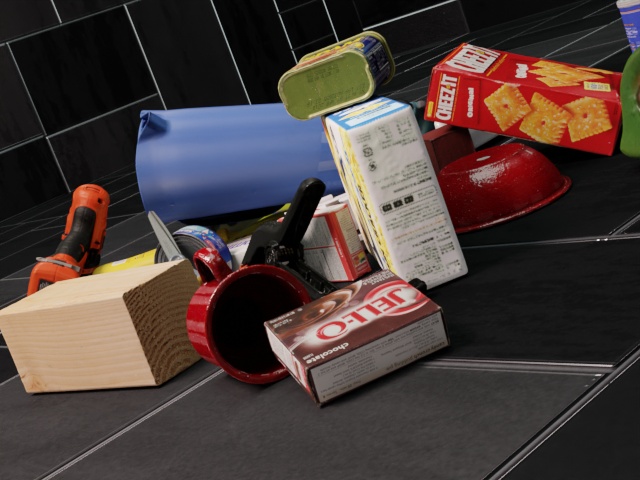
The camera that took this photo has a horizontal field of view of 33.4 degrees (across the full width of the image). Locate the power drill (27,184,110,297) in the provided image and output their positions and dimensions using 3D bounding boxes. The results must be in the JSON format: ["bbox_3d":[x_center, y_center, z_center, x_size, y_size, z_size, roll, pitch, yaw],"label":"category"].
[{"bbox_3d":[-0.310,0.045,1.306,0.057,0.185,0.187,13,28,-6],"label":"power drill"}]

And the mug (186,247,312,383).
[{"bbox_3d":[-0.068,0.057,0.868,0.093,0.117,0.082,-38,12,-19],"label":"mug"}]

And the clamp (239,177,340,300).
[{"bbox_3d":[-0.033,0.004,1.054,0.039,0.120,0.172,4,-6,-32],"label":"clamp"}]

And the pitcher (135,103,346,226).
[{"bbox_3d":[-0.082,-0.089,1.230,0.243,0.145,0.149,-5,6,5],"label":"pitcher"}]

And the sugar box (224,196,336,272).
[{"bbox_3d":[-0.058,0.001,1.260,0.094,0.048,0.175,-11,14,40],"label":"sugar box"}]

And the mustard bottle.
[{"bbox_3d":[-0.180,0.029,1.309,0.191,0.058,0.096,-21,6,1],"label":"mustard bottle"}]

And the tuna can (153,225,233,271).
[{"bbox_3d":[-0.140,0.027,1.183,0.086,0.086,0.033,-14,12,30],"label":"tuna can"}]

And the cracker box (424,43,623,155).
[{"bbox_3d":[0.246,-0.169,1.244,0.214,0.072,0.164,14,23,15],"label":"cracker box"}]

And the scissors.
[{"bbox_3d":[-0.159,0.040,1.109,0.096,0.016,0.202,-40,48,-17],"label":"scissors"}]

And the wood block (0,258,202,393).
[{"bbox_3d":[-0.207,0.085,1.025,0.207,0.091,0.090,-10,15,42],"label":"wood block"}]

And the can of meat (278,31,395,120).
[{"bbox_3d":[0.016,-0.162,1.065,0.102,0.057,0.083,-17,15,22],"label":"can of meat"}]

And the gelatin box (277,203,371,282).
[{"bbox_3d":[0.003,0.004,1.076,0.030,0.073,0.089,-28,13,-36],"label":"gelatin box"}]

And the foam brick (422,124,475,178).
[{"bbox_3d":[0.150,-0.092,1.249,0.051,0.078,0.053,-22,12,-14],"label":"foam brick"}]

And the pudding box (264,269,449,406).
[{"bbox_3d":[0.026,0.069,0.795,0.113,0.039,0.090,-25,24,-14],"label":"pudding box"}]

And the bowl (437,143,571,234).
[{"bbox_3d":[0.177,-0.061,1.121,0.162,0.055,0.162,-19,12,4],"label":"bowl"}]
